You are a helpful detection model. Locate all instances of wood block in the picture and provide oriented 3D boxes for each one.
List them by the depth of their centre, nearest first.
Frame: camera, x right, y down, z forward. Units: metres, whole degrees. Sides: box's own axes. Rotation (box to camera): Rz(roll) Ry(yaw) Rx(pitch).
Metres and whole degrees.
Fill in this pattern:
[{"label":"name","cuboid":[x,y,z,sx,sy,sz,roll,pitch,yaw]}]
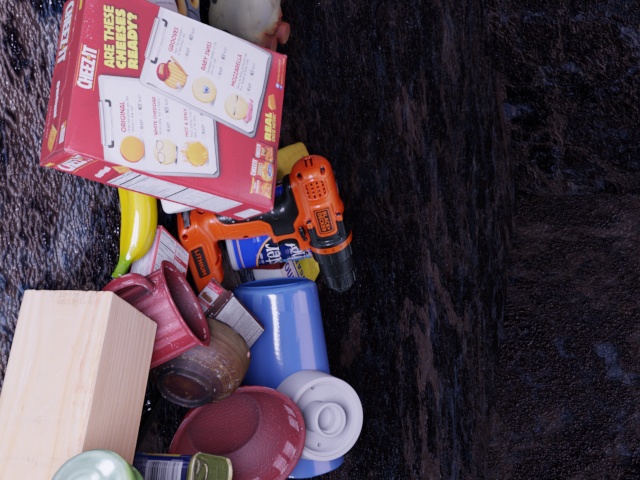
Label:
[{"label":"wood block","cuboid":[-0.212,0.153,0.899,0.090,0.090,0.206,51,42,-62]}]

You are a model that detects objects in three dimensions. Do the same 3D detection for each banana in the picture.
[{"label":"banana","cuboid":[-0.191,-0.063,1.052,0.069,0.037,0.198,-52,138,-65]}]

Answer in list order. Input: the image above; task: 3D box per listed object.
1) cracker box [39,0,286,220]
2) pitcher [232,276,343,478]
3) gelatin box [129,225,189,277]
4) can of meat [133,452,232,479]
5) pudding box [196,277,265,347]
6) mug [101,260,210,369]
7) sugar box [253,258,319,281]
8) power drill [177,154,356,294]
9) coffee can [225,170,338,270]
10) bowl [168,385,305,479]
[{"label":"cracker box","cuboid":[-0.141,-0.123,0.994,0.213,0.072,0.164,15,71,-33]},{"label":"pitcher","cuboid":[-0.044,0.171,1.359,0.149,0.144,0.243,-174,-102,-68]},{"label":"gelatin box","cuboid":[-0.171,0.038,1.122,0.073,0.030,0.089,52,41,-60]},{"label":"can of meat","cuboid":[-0.149,0.246,1.096,0.102,0.084,0.057,39,53,-67]},{"label":"pudding box","cuboid":[-0.118,0.106,1.205,0.090,0.039,0.113,-51,152,-11]},{"label":"mug","cuboid":[-0.167,0.072,1.014,0.117,0.081,0.093,55,10,-52]},{"label":"sugar box","cuboid":[-0.039,0.031,1.499,0.176,0.048,0.093,-66,149,-55]},{"label":"power drill","cuboid":[-0.058,0.001,1.213,0.057,0.187,0.184,-105,179,-55]},{"label":"coffee can","cuboid":[-0.044,-0.024,1.295,0.103,0.140,0.103,-9,90,-89]},{"label":"bowl","cuboid":[-0.100,0.221,1.204,0.055,0.162,0.162,-133,-153,-57]}]
